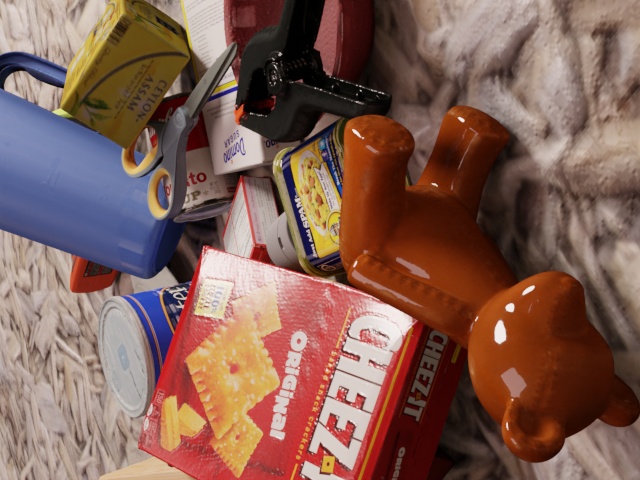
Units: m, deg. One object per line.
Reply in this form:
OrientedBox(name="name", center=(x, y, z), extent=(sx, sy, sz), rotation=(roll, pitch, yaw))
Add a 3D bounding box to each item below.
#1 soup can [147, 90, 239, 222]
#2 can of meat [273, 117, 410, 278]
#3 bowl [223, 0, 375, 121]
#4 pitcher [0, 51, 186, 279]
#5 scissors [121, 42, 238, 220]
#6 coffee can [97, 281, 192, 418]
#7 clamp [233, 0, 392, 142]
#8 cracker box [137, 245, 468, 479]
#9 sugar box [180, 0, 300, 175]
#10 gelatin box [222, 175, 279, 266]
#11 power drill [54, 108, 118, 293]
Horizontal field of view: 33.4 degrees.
OrientedBox(name="soup can", center=(-0.112, -0.074, 0.947), extent=(0.069, 0.068, 0.102), rotation=(-27, 77, 57))
OrientedBox(name="can of meat", center=(0.019, -0.033, 0.763), extent=(0.084, 0.057, 0.102), rotation=(-26, 78, 55))
OrientedBox(name="bowl", center=(-0.009, -0.158, 0.767), extent=(0.162, 0.055, 0.162), rotation=(25, 120, 52))
OrientedBox(name="pitcher", center=(-0.246, -0.064, 1.015), extent=(0.243, 0.144, 0.149), rotation=(22, 128, 4))
OrientedBox(name="scissors", center=(-0.108, -0.079, 0.872), extent=(0.202, 0.016, 0.096), rotation=(-23, 83, 51))
OrientedBox(name="coffee can", center=(-0.107, 0.086, 0.920), extent=(0.103, 0.140, 0.103), rotation=(25, 120, 53))
OrientedBox(name="clamp", center=(-0.017, -0.122, 0.700), extent=(0.172, 0.039, 0.120), rotation=(-12, 87, 59))
OrientedBox(name="cracker box", center=(-0.019, 0.107, 0.751), extent=(0.214, 0.072, 0.164), rotation=(15, 84, 41))
OrientedBox(name="sugar box", center=(-0.067, -0.147, 0.875), extent=(0.093, 0.048, 0.176), rotation=(-4, 99, 60))
OrientedBox(name="gelatin box", center=(-0.056, 0.001, 0.896), extent=(0.089, 0.030, 0.073), rotation=(-105, 26, -43))
OrientedBox(name="power drill", center=(-0.293, -0.033, 1.253), extent=(0.188, 0.057, 0.185), rotation=(61, 144, 26))
